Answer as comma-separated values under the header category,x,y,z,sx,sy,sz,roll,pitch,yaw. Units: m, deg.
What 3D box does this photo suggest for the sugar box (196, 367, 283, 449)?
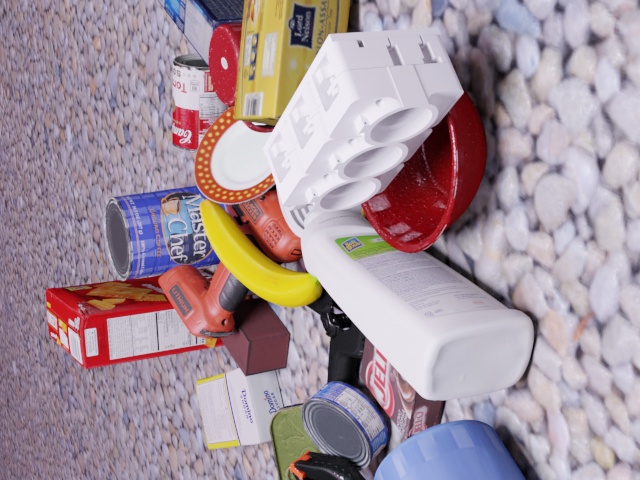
category,x,y,z,sx,sy,sz,roll,pitch,yaw
sugar box,-0.099,0.206,1.316,0.177,0.048,0.093,-24,77,59

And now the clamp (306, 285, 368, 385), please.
category,x,y,z,sx,sy,sz,roll,pitch,yaw
clamp,0.022,0.088,1.040,0.210,0.036,0.164,138,117,-64

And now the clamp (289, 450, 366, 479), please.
category,x,y,z,sx,sy,sz,roll,pitch,yaw
clamp,0.040,0.271,1.029,0.172,0.039,0.120,29,124,36

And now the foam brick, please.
category,x,y,z,sx,sy,sz,roll,pitch,yaw
foam brick,-0.077,0.110,1.230,0.078,0.051,0.053,50,141,47

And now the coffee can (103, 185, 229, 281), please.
category,x,y,z,sx,sy,sz,roll,pitch,yaw
coffee can,-0.181,-0.012,1.297,0.103,0.140,0.103,32,127,57

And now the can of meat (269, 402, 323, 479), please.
category,x,y,z,sx,sy,sz,roll,pitch,yaw
can of meat,-0.020,0.223,1.123,0.084,0.057,0.102,117,142,-84

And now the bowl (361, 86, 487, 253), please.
category,x,y,z,sx,sy,sz,roll,pitch,yaw
bowl,0.083,-0.073,0.844,0.162,0.055,0.162,32,126,57

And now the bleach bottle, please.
category,x,y,z,sx,sy,sz,roll,pitch,yaw
bleach bottle,0.060,0.035,0.878,0.251,0.102,0.068,45,134,52

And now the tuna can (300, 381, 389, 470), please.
category,x,y,z,sx,sy,sz,roll,pitch,yaw
tuna can,0.024,0.179,1.035,0.086,0.033,0.086,28,139,28

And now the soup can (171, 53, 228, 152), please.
category,x,y,z,sx,sy,sz,roll,pitch,yaw
soup can,-0.139,-0.160,1.246,0.069,0.068,0.102,40,132,53

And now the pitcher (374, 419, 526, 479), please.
category,x,y,z,sx,sy,sz,roll,pitch,yaw
pitcher,0.134,0.264,0.794,0.149,0.144,0.243,-58,43,36

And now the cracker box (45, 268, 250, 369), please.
category,x,y,z,sx,sy,sz,roll,pitch,yaw
cracker box,-0.212,0.089,1.311,0.164,0.213,0.072,18,113,61

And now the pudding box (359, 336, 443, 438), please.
category,x,y,z,sx,sy,sz,roll,pitch,yaw
pudding box,0.075,0.102,0.938,0.090,0.039,0.113,49,140,47

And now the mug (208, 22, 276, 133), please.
category,x,y,z,sx,sy,sz,roll,pitch,yaw
mug,-0.060,-0.166,1.069,0.093,0.081,0.117,18,114,61

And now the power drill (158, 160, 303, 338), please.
category,x,y,z,sx,sy,sz,roll,pitch,yaw
power drill,-0.106,0.000,1.174,0.188,0.057,0.185,-56,52,26

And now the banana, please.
category,x,y,z,sx,sy,sz,roll,pitch,yaw
banana,-0.059,0.020,1.072,0.198,0.037,0.070,27,109,40
